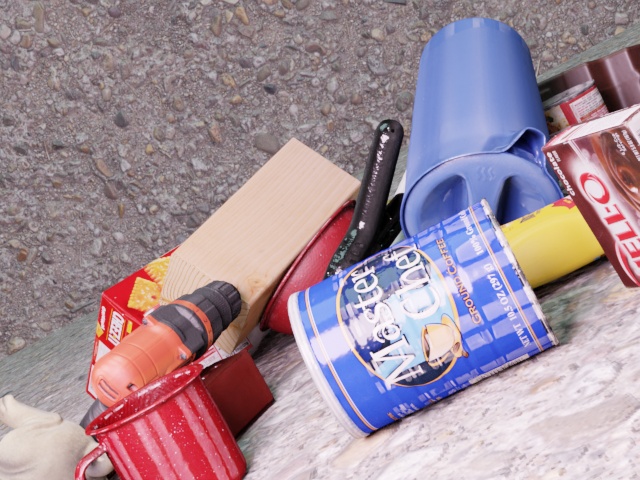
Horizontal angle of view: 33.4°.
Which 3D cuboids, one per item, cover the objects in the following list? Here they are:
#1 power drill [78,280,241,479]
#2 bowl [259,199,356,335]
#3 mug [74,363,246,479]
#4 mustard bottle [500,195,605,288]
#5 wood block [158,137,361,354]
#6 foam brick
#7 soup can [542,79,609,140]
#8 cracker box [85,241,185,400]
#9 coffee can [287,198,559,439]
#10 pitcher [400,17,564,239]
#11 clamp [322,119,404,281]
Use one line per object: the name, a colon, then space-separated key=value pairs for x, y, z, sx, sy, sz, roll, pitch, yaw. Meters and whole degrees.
power drill: x=-0.154 y=0.124 z=0.913 sx=0.188 sy=0.057 sz=0.184 roll=-55 pitch=-11 yaw=33
bowl: x=0.008 y=0.039 z=1.062 sx=0.162 sy=0.055 sz=0.162 roll=-52 pitch=-9 yaw=-12
mug: x=-0.113 y=0.149 z=0.739 sx=0.117 sy=0.081 sz=0.093 roll=-31 pitch=7 yaw=-28
mustard bottle: x=0.198 y=-0.011 z=0.797 sx=0.192 sy=0.058 sz=0.096 roll=-26 pitch=2 yaw=17
wood block: x=-0.057 y=0.002 z=1.060 sx=0.205 sy=0.091 sz=0.090 roll=-48 pitch=-11 yaw=-39
foam brick: x=-0.085 y=0.135 z=0.880 sx=0.053 sy=0.051 sz=0.078 roll=-25 pitch=7 yaw=31
soup can: x=0.253 y=-0.093 z=1.022 sx=0.068 sy=0.102 sz=0.068 roll=-28 pitch=6 yaw=3
cracker box: x=-0.154 y=0.084 z=1.190 sx=0.213 sy=0.072 sz=0.164 roll=-34 pitch=-28 yaw=-43
coffee can: x=0.064 y=0.050 z=0.676 sx=0.140 sy=0.103 sz=0.102 roll=-27 pitch=6 yaw=9
pitcher: x=0.135 y=-0.086 z=0.953 sx=0.149 sy=0.145 sz=0.242 roll=-14 pitch=38 yaw=18
clamp: x=0.037 y=0.004 z=0.955 sx=0.164 sy=0.036 sz=0.210 roll=74 pitch=-141 yaw=-59
